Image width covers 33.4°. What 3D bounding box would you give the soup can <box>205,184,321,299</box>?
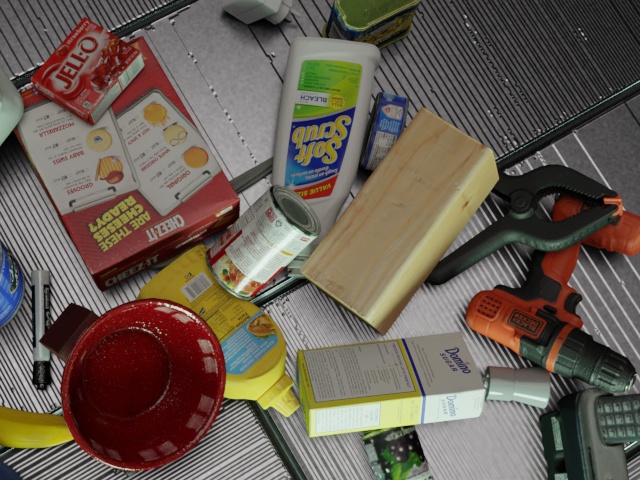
[{"bbox_3d":[-0.057,0.001,1.065,0.102,0.068,0.068,-44,84,21],"label":"soup can"}]

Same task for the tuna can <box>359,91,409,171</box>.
[{"bbox_3d":[0.067,-0.114,1.134,0.033,0.086,0.086,14,75,-2],"label":"tuna can"}]

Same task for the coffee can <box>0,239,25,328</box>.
[{"bbox_3d":[-0.345,0.032,1.021,0.102,0.140,0.103,2,76,-7],"label":"coffee can"}]

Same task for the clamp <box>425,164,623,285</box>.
[{"bbox_3d":[0.205,-0.024,1.115,0.210,0.036,0.164,5,72,21],"label":"clamp"}]

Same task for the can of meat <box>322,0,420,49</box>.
[{"bbox_3d":[0.057,-0.248,1.166,0.102,0.084,0.057,-28,82,-12],"label":"can of meat"}]

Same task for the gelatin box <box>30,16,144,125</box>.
[{"bbox_3d":[-0.232,-0.169,1.063,0.073,0.030,0.089,32,71,12],"label":"gelatin box"}]

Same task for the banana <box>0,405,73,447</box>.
[{"bbox_3d":[-0.334,0.158,1.045,0.198,0.037,0.069,32,77,2],"label":"banana"}]

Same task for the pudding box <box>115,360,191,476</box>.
[{"bbox_3d":[-0.176,0.165,1.063,0.113,0.039,0.090,-39,83,-16],"label":"pudding box"}]

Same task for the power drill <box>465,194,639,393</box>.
[{"bbox_3d":[0.269,0.050,1.107,0.185,0.057,0.187,26,70,25],"label":"power drill"}]

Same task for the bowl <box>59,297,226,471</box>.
[{"bbox_3d":[-0.172,0.130,1.002,0.161,0.055,0.162,-4,98,-29],"label":"bowl"}]

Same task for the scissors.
[{"bbox_3d":[-0.129,-0.054,1.133,0.096,0.016,0.201,39,70,8],"label":"scissors"}]

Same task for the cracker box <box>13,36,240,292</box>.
[{"bbox_3d":[-0.203,-0.079,1.089,0.164,0.072,0.214,-28,74,-12],"label":"cracker box"}]

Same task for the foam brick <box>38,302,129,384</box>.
[{"bbox_3d":[-0.231,0.099,1.043,0.051,0.078,0.053,44,74,-24],"label":"foam brick"}]

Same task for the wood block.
[{"bbox_3d":[0.083,-0.017,1.083,0.090,0.090,0.206,35,85,21],"label":"wood block"}]

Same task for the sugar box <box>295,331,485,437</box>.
[{"bbox_3d":[0.068,0.143,1.071,0.176,0.048,0.093,-3,35,-9],"label":"sugar box"}]

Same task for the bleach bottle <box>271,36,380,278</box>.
[{"bbox_3d":[0.001,-0.084,1.128,0.102,0.068,0.251,6,81,-1],"label":"bleach bottle"}]

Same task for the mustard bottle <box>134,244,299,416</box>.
[{"bbox_3d":[-0.091,0.101,1.075,0.191,0.058,0.096,47,54,5],"label":"mustard bottle"}]

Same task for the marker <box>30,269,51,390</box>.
[{"bbox_3d":[-0.282,0.090,1.077,0.020,0.020,0.121,-2,77,-7],"label":"marker"}]
